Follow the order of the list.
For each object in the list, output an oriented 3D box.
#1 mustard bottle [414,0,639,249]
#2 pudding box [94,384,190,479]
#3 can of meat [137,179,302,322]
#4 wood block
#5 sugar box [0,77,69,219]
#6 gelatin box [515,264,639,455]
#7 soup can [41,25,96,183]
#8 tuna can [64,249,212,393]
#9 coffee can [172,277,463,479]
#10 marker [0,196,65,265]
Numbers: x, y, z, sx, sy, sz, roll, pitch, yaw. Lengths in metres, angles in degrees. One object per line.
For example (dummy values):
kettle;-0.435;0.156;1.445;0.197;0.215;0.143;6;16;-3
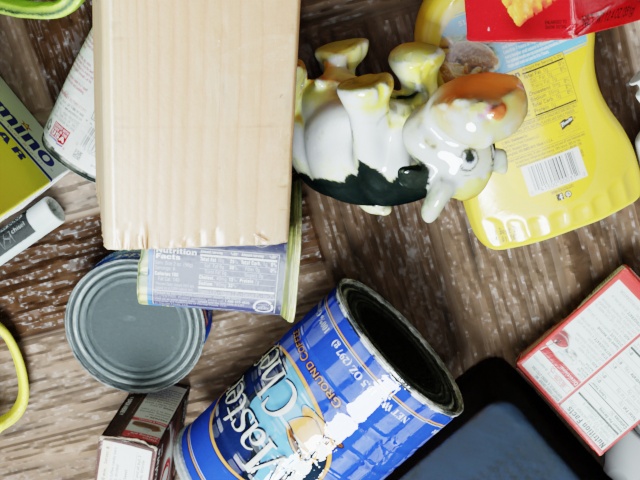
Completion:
mustard bottle;0.104;-0.098;0.582;0.096;0.058;0.191;-19;104;3
pudding box;-0.113;0.153;0.654;0.039;0.090;0.113;9;106;2
can of meat;-0.054;0.001;0.595;0.084;0.102;0.057;5;112;-3
wood block;-0.061;-0.108;0.508;0.090;0.090;0.206;-2;112;-14
sugar box;-0.197;-0.046;0.559;0.048;0.176;0.093;-35;101;14
gelatin box;0.172;0.070;0.631;0.089;0.030;0.073;-44;83;12
soup can;-0.105;-0.086;0.597;0.068;0.068;0.102;29;106;-4
tuna can;-0.110;0.048;0.653;0.086;0.033;0.086;1;106;4
coffee can;-0.002;0.106;0.625;0.103;0.102;0.140;44;104;-8
marker;-0.209;0.013;0.658;0.121;0.020;0.020;-33;101;12
